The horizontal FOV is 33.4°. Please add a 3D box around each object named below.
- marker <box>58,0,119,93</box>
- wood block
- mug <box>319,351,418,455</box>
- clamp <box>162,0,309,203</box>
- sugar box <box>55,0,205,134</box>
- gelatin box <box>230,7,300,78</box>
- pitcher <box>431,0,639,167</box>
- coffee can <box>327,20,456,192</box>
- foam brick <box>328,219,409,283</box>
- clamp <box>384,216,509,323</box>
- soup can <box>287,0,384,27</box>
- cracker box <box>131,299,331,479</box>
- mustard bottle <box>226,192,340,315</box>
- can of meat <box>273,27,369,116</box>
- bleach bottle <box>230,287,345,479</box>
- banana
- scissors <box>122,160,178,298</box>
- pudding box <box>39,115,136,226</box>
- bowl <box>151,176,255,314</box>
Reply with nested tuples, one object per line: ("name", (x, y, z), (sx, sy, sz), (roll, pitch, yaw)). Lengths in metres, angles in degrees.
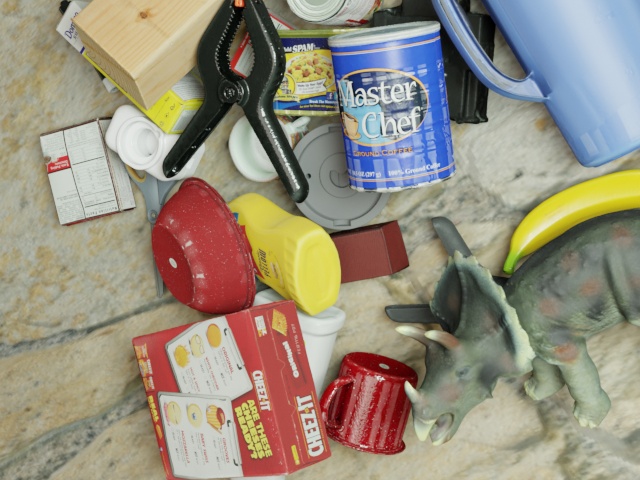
("marker", (-0.264, -0.224, 1.221), (0.020, 0.020, 0.121), (-34, 84, 24))
("wood block", (-0.137, -0.244, 1.073), (0.091, 0.090, 0.206), (43, 79, 11))
("mug", (0.044, 0.165, 1.101), (0.093, 0.117, 0.081), (25, 104, 49))
("clamp", (-0.090, -0.144, 1.061), (0.165, 0.036, 0.210), (4, 104, 23))
("sugar box", (-0.194, -0.188, 1.157), (0.176, 0.093, 0.048), (41, 111, 14))
("gelatin box", (-0.041, -0.191, 1.124), (0.089, 0.030, 0.073), (34, 110, 12))
("pitcher", (0.220, -0.187, 0.957), (0.149, 0.144, 0.243), (-28, 90, 39))
("coffee can", (0.067, -0.124, 0.984), (0.103, 0.102, 0.140), (-2, 105, 24))
("foam brick", (0.044, 0.013, 1.107), (0.078, 0.052, 0.051), (-11, 94, 24))
("clamp", (0.159, 0.053, 1.072), (0.171, 0.039, 0.120), (21, 110, 13))
("soup can", (0.015, -0.246, 1.051), (0.069, 0.102, 0.068), (4, 100, 23))
("cracker box", (-0.096, 0.160, 1.107), (0.214, 0.071, 0.164), (-17, 86, 47))
("mustard bottle", (-0.058, 0.002, 1.119), (0.192, 0.058, 0.096), (30, 140, 47))
("can of meat", (-0.002, -0.168, 1.060), (0.102, 0.057, 0.084), (5, 103, 29))
("bleach bottle", (-0.047, 0.184, 1.168), (0.103, 0.068, 0.251), (19, 107, 25))
("banana", (0.259, -0.028, 1.005), (0.198, 0.037, 0.069), (-26, 50, 19))
("scissors", (-0.173, -0.041, 1.212), (0.096, 0.016, 0.202), (-15, 92, 25))
("pudding box", (-0.270, -0.080, 1.237), (0.090, 0.039, 0.113), (-11, 96, 24))
("bowl", (-0.134, 0.017, 1.137), (0.162, 0.055, 0.162), (38, 140, 41))
